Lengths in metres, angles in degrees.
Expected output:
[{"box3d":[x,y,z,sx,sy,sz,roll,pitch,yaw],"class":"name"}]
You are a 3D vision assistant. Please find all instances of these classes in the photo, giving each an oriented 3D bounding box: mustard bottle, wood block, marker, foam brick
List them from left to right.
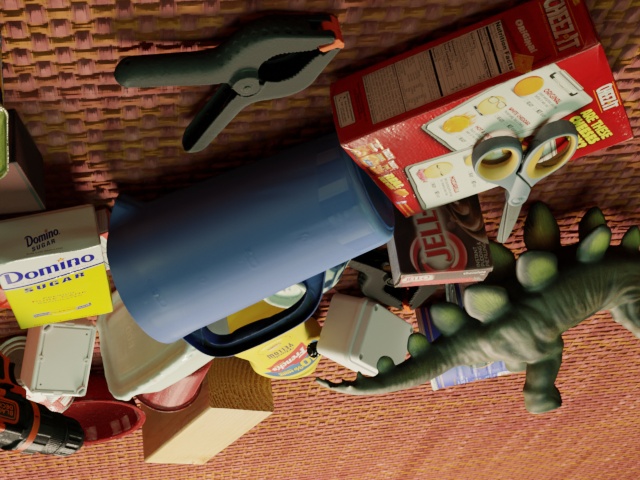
[{"box3d":[-0.261,-0.061,0.871,0.051,0.053,0.078,-10,151,0],"class":"foam brick"},{"box3d":[-0.152,0.215,1.389,0.090,0.090,0.206,8,148,-30],"class":"wood block"},{"box3d":[-0.046,0.123,1.280,0.096,0.058,0.191,-31,150,5],"class":"mustard bottle"},{"box3d":[0.023,0.119,1.288,0.020,0.020,0.120,-33,170,36],"class":"marker"}]

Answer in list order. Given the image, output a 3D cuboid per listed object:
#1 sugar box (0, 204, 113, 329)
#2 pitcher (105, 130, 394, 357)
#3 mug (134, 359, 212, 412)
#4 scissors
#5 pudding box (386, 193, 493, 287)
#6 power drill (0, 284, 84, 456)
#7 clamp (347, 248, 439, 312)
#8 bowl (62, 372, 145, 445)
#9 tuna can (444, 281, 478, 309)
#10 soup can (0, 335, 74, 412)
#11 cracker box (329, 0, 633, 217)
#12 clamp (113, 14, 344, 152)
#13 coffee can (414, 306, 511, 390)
[{"box3d":[-0.240,0.028,0.963,0.093,0.048,0.176,-11,162,-11],"class":"sugar box"},{"box3d":[-0.056,0.001,0.969,0.243,0.145,0.149,-22,156,16],"class":"pitcher"},{"box3d":[-0.164,0.136,1.251,0.117,0.093,0.082,-29,161,-37],"class":"mug"},{"box3d":[0.156,-0.044,0.929,0.096,0.016,0.202,-2,153,-17],"class":"scissors"},{"box3d":[0.107,-0.014,1.014,0.090,0.113,0.039,-4,155,-12],"class":"pudding box"},{"box3d":[-0.305,0.113,1.041,0.057,0.187,0.184,-26,147,25],"class":"power drill"},{"box3d":[0.092,0.025,1.161,0.165,0.036,0.210,-10,152,14],"class":"clamp"},{"box3d":[-0.307,0.211,1.366,0.162,0.055,0.162,-8,152,-4],"class":"bowl"},{"box3d":[0.167,0.071,1.224,0.033,0.086,0.086,-8,152,-1],"class":"tuna can"},{"box3d":[-0.334,0.159,1.246,0.068,0.068,0.102,-11,153,3],"class":"soup can"},{"box3d":[0.135,-0.109,0.890,0.214,0.072,0.164,-20,153,17],"class":"cracker box"},{"box3d":[-0.068,-0.132,0.816,0.172,0.039,0.120,-28,152,20],"class":"clamp"},{"box3d":[0.194,0.119,1.305,0.140,0.103,0.103,-13,152,5],"class":"coffee can"}]
